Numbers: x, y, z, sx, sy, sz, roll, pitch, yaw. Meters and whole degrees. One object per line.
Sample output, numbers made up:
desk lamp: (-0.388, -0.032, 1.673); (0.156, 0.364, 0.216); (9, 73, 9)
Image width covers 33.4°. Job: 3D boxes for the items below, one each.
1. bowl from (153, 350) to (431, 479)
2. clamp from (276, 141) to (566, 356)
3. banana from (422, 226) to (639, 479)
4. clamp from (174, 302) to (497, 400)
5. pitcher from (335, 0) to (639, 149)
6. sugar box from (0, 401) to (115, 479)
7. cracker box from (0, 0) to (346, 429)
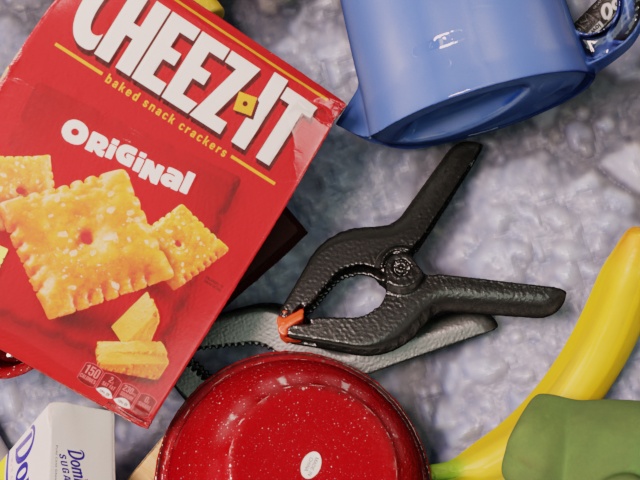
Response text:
bowl: (-0.009, 0.130, 0.584); (0.162, 0.055, 0.162); (5, 66, -10)
clamp: (0.050, 0.010, 0.648); (0.171, 0.039, 0.120); (-15, 65, -5)
banana: (0.145, 0.083, 0.638); (0.198, 0.069, 0.037); (-52, 47, 5)
clamp: (-0.007, 0.106, 0.667); (0.210, 0.036, 0.164); (11, 88, 4)
pitcher: (0.074, -0.185, 0.624); (0.149, 0.145, 0.243); (-11, 83, -28)
sugar box: (-0.176, 0.176, 0.619); (0.048, 0.093, 0.176); (17, 133, -29)
cracker box: (-0.111, -0.028, 0.588); (0.164, 0.072, 0.213); (32, 86, -12)
